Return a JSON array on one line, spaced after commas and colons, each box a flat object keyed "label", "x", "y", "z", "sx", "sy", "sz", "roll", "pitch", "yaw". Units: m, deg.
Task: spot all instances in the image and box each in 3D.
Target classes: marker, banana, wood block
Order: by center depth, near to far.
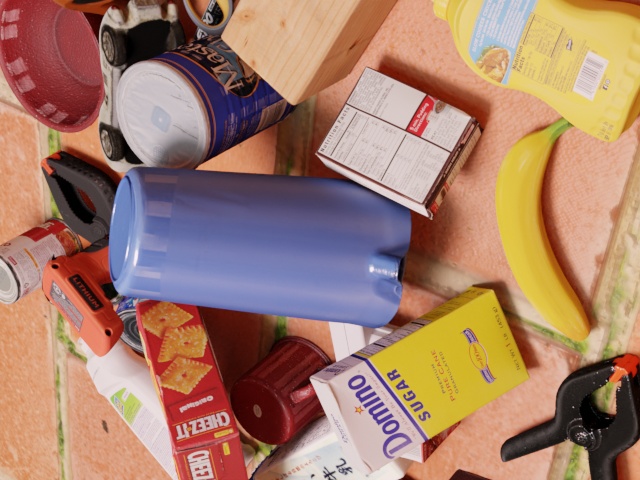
[{"label": "wood block", "x": 0.015, "y": -0.220, "z": 0.855, "sx": 0.090, "sy": 0.090, "sz": 0.206, "roll": 44, "pitch": 132, "yaw": 9}, {"label": "banana", "x": 0.181, "y": -0.006, "z": 0.882, "sx": 0.070, "sy": 0.037, "sz": 0.198, "roll": 6, "pitch": 117, "yaw": 37}, {"label": "marker", "x": -0.105, "y": -0.202, "z": 1.006, "sx": 0.020, "sy": 0.020, "sz": 0.121, "roll": 43, "pitch": 132, "yaw": 10}]

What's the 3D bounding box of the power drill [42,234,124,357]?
[{"label": "power drill", "x": -0.167, "y": 0.036, "z": 1.073, "sx": 0.184, "sy": 0.187, "sz": 0.057, "roll": 46, "pitch": 145, "yaw": 13}]

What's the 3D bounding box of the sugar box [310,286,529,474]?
[{"label": "sugar box", "x": 0.088, "y": 0.120, "z": 0.930, "sx": 0.093, "sy": 0.176, "sz": 0.048, "roll": 65, "pitch": 160, "yaw": -10}]

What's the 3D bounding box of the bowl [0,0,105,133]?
[{"label": "bowl", "x": -0.264, "y": -0.196, "z": 1.107, "sx": 0.162, "sy": 0.055, "sz": 0.162, "roll": 18, "pitch": 124, "yaw": 29}]

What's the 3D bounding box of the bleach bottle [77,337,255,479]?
[{"label": "bleach bottle", "x": -0.194, "y": 0.196, "z": 1.266, "sx": 0.251, "sy": 0.067, "sz": 0.103, "roll": 45, "pitch": 133, "yaw": 12}]

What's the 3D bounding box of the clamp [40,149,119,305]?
[{"label": "clamp", "x": -0.229, "y": -0.019, "z": 1.191, "sx": 0.165, "sy": 0.036, "sz": 0.210, "roll": -32, "pitch": 96, "yaw": 43}]

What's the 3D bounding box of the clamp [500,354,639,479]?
[{"label": "clamp", "x": 0.226, "y": 0.165, "z": 0.941, "sx": 0.120, "sy": 0.039, "sz": 0.171, "roll": 22, "pitch": 119, "yaw": 22}]

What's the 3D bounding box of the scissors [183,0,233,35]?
[{"label": "scissors", "x": -0.097, "y": -0.281, "z": 0.950, "sx": 0.096, "sy": 0.016, "sz": 0.202, "roll": -13, "pitch": 80, "yaw": 1}]

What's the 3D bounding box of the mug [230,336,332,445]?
[{"label": "mug", "x": -0.032, "y": 0.156, "z": 1.104, "sx": 0.117, "sy": 0.081, "sz": 0.093, "roll": -20, "pitch": 101, "yaw": 42}]

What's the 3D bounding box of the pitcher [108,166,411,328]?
[{"label": "pitcher", "x": -0.056, "y": 0.001, "z": 0.925, "sx": 0.149, "sy": 0.242, "sz": 0.145, "roll": 122, "pitch": 147, "yaw": -49}]

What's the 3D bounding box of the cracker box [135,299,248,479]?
[{"label": "cracker box", "x": -0.129, "y": 0.181, "z": 1.102, "sx": 0.214, "sy": 0.072, "sz": 0.164, "roll": -115, "pitch": 13, "yaw": -48}]

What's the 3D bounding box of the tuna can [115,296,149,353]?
[{"label": "tuna can", "x": -0.189, "y": 0.092, "z": 1.199, "sx": 0.086, "sy": 0.033, "sz": 0.086, "roll": 9, "pitch": 138, "yaw": 8}]

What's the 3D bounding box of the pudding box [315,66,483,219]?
[{"label": "pudding box", "x": 0.065, "y": -0.083, "z": 0.895, "sx": 0.114, "sy": 0.039, "sz": 0.090, "roll": 28, "pitch": 86, "yaw": 24}]

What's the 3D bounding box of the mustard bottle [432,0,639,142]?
[{"label": "mustard bottle", "x": 0.158, "y": -0.157, "z": 0.801, "sx": 0.192, "sy": 0.058, "sz": 0.096, "roll": 31, "pitch": 130, "yaw": 20}]

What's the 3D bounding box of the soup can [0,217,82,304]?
[{"label": "soup can", "x": -0.340, "y": 0.024, "z": 1.255, "sx": 0.069, "sy": 0.102, "sz": 0.068, "roll": 19, "pitch": 124, "yaw": 29}]

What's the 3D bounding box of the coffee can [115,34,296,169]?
[{"label": "coffee can", "x": -0.098, "y": -0.130, "z": 0.957, "sx": 0.103, "sy": 0.140, "sz": 0.103, "roll": 18, "pitch": 124, "yaw": 29}]
